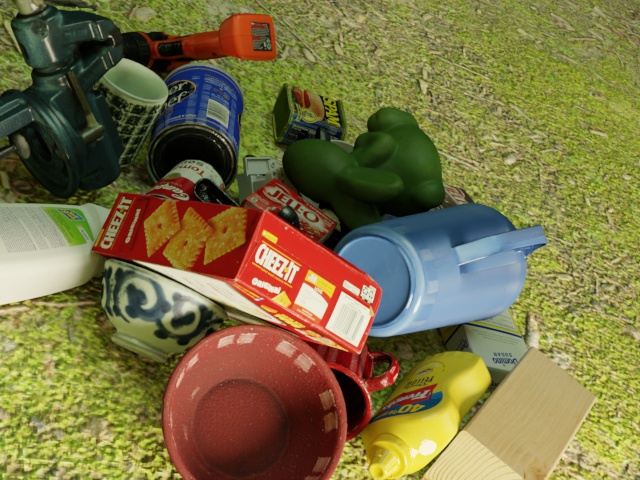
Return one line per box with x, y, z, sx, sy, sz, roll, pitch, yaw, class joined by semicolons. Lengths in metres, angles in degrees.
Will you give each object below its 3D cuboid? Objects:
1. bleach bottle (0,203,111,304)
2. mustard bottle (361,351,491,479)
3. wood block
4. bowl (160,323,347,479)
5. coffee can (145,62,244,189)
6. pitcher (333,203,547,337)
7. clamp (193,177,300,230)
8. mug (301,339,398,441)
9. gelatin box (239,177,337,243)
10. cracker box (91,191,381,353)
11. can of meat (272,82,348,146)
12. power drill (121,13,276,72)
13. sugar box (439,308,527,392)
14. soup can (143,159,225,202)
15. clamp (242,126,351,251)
-0.253;0.011;0.975;0.250;0.068;0.103;-4;48;-48;bleach bottle
0.092;0.173;1.027;0.191;0.096;0.058;-39;107;-56;mustard bottle
0.194;0.202;1.083;0.091;0.090;0.205;40;32;11;wood block
-0.061;0.156;0.913;0.162;0.055;0.162;6;70;-18;bowl
-0.141;-0.126;1.223;0.102;0.103;0.140;22;33;-17;coffee can
0.119;0.027;1.100;0.145;0.149;0.242;31;19;26;pitcher
-0.030;0.025;1.070;0.210;0.036;0.165;53;-19;-27;clamp
0.018;0.129;1.009;0.081;0.117;0.093;-71;141;-63;mug
-0.036;-0.023;1.142;0.089;0.030;0.073;37;31;8;gelatin box
-0.075;0.024;0.952;0.214;0.072;0.164;10;-18;47;cracker box
-0.016;-0.159;1.427;0.083;0.058;0.102;17;34;-19;can of meat
-0.163;-0.239;1.303;0.188;0.057;0.184;-1;10;26;power drill
0.185;0.101;1.258;0.093;0.048;0.176;15;39;-26;sugar box
-0.149;-0.037;1.126;0.068;0.069;0.102;33;32;1;soup can
0.000;-0.061;1.286;0.120;0.039;0.171;-35;79;-22;clamp
